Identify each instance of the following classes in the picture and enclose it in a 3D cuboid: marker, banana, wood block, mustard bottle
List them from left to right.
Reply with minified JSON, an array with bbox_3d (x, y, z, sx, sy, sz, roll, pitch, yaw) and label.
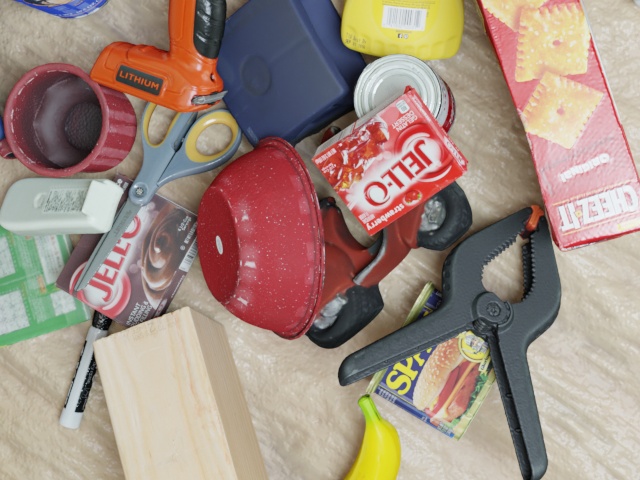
[{"bbox_3d":[-0.204,0.107,0.941,0.020,0.020,0.121,20,96,11],"label":"marker"},{"bbox_3d":[-0.103,0.170,0.854,0.090,0.090,0.206,-21,71,8],"label":"wood block"},{"bbox_3d":[0.010,0.212,0.880,0.069,0.037,0.198,38,110,5],"label":"banana"},{"bbox_3d":[0.070,-0.234,0.802,0.096,0.058,0.192,7,125,2],"label":"mustard bottle"}]

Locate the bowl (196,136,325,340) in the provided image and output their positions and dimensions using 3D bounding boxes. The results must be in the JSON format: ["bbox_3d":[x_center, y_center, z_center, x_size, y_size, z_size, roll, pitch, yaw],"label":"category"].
[{"bbox_3d":[-0.055,0.001,0.832,0.055,0.162,0.162,-6,91,-26],"label":"bowl"}]

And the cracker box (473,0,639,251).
[{"bbox_3d":[0.172,-0.104,0.774,0.072,0.164,0.214,-17,88,14],"label":"cracker box"}]

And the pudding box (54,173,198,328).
[{"bbox_3d":[-0.158,0.013,0.908,0.090,0.039,0.113,28,85,10],"label":"pudding box"}]

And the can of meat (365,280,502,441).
[{"bbox_3d":[0.098,0.097,0.853,0.084,0.057,0.102,30,98,8],"label":"can of meat"}]

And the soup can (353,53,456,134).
[{"bbox_3d":[0.067,-0.106,0.829,0.068,0.102,0.068,0,92,13],"label":"soup can"}]

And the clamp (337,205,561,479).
[{"bbox_3d":[0.115,0.058,0.804,0.164,0.036,0.210,22,65,-1],"label":"clamp"}]

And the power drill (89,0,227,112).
[{"bbox_3d":[-0.125,-0.205,0.820,0.185,0.057,0.188,23,115,20],"label":"power drill"}]

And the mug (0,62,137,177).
[{"bbox_3d":[-0.217,-0.094,0.905,0.117,0.081,0.093,-23,87,12],"label":"mug"}]

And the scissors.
[{"bbox_3d":[-0.128,-0.041,0.886,0.096,0.016,0.201,13,74,7],"label":"scissors"}]

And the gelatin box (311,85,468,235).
[{"bbox_3d":[0.050,-0.057,0.770,0.089,0.030,0.073,-33,104,23],"label":"gelatin box"}]
